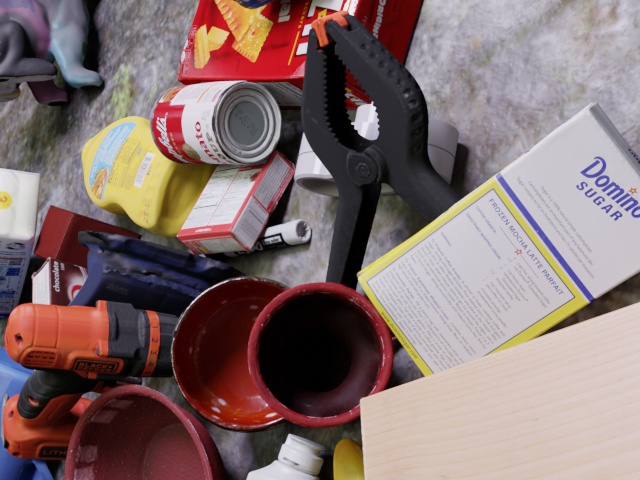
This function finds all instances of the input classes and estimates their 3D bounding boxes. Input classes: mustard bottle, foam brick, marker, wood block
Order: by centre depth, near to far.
[{"bbox_3d":[0.128,0.110,0.578,0.207,0.090,0.091,-27,55,39],"label":"wood block"},{"bbox_3d":[-0.056,0.001,0.881,0.121,0.020,0.020,-12,65,45],"label":"marker"},{"bbox_3d":[-0.176,-0.068,1.014,0.192,0.058,0.096,20,87,50],"label":"mustard bottle"},{"bbox_3d":[-0.224,0.003,1.019,0.053,0.078,0.051,17,88,50],"label":"foam brick"}]

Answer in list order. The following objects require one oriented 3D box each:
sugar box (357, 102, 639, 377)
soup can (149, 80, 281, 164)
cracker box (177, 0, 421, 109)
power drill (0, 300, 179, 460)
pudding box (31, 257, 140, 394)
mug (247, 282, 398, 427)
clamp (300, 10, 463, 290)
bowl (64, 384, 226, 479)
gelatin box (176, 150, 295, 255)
[{"bbox_3d":[0.116,0.008,0.632,0.176,0.048,0.093,-37,88,23],"label":"sugar box"},{"bbox_3d":[-0.087,-0.097,0.886,0.102,0.068,0.068,7,78,52],"label":"soup can"},{"bbox_3d":[-0.017,-0.197,0.886,0.214,0.072,0.164,9,80,48],"label":"cracker box"},{"bbox_3d":[-0.177,0.117,0.876,0.188,0.184,0.057,124,147,-44],"label":"power drill"},{"bbox_3d":[-0.213,0.080,0.964,0.039,0.089,0.113,-39,48,30],"label":"pudding box"},{"bbox_3d":[0.011,0.075,0.716,0.117,0.081,0.093,-25,79,-5],"label":"mug"},{"bbox_3d":[0.048,-0.048,0.700,0.165,0.036,0.210,-2,109,39],"label":"clamp"},{"bbox_3d":[-0.125,0.190,0.825,0.162,0.055,0.162,0,89,37],"label":"bowl"},{"bbox_3d":[-0.069,-0.031,0.884,0.073,0.030,0.089,-5,49,46],"label":"gelatin box"}]
